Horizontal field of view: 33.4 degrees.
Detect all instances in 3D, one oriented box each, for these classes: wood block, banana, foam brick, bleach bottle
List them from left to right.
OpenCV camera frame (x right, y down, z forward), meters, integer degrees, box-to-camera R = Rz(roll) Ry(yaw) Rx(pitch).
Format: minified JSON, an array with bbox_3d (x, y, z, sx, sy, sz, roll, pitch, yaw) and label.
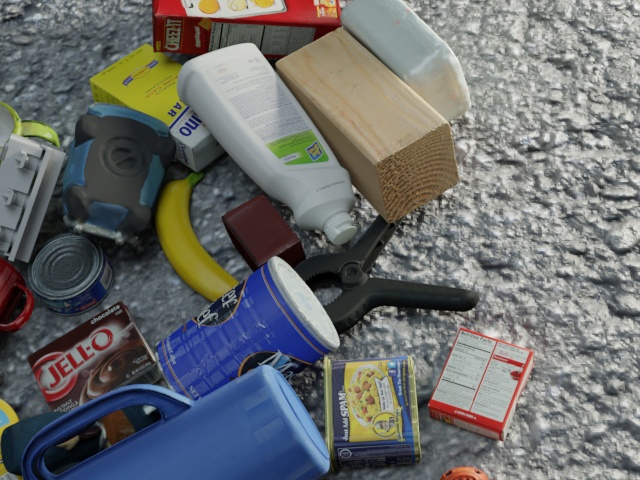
[{"bbox_3d":[-0.133,0.001,1.126,0.069,0.037,0.198,-22,56,-3],"label":"banana"},{"bbox_3d":[-0.057,0.001,1.102,0.051,0.053,0.078,-33,59,-10],"label":"foam brick"},{"bbox_3d":[-0.048,-0.095,1.114,0.102,0.068,0.251,-23,63,-24],"label":"bleach bottle"},{"bbox_3d":[0.047,-0.125,1.122,0.090,0.091,0.206,-31,48,-11],"label":"wood block"}]

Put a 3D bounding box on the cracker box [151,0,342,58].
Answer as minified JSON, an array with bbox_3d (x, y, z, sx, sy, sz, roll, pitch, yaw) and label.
[{"bbox_3d":[-0.090,-0.293,1.252,0.213,0.072,0.164,0,56,-11],"label":"cracker box"}]

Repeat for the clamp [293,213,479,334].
[{"bbox_3d":[0.042,0.046,1.060,0.210,0.036,0.165,-29,50,-8],"label":"clamp"}]

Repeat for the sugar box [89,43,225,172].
[{"bbox_3d":[-0.171,-0.155,1.221,0.176,0.048,0.093,31,57,29],"label":"sugar box"}]

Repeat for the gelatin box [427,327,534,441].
[{"bbox_3d":[0.150,0.133,0.991,0.073,0.030,0.089,16,62,21],"label":"gelatin box"}]

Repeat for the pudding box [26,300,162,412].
[{"bbox_3d":[-0.224,0.127,1.061,0.113,0.039,0.090,-30,57,-9],"label":"pudding box"}]

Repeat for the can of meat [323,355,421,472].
[{"bbox_3d":[0.047,0.157,0.980,0.084,0.057,0.102,-5,57,5],"label":"can of meat"}]

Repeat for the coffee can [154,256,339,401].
[{"bbox_3d":[-0.068,0.096,0.991,0.140,0.102,0.103,-36,57,8],"label":"coffee can"}]

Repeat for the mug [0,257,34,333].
[{"bbox_3d":[-0.347,0.063,1.096,0.117,0.093,0.081,8,55,22],"label":"mug"}]

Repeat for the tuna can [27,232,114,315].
[{"bbox_3d":[-0.265,0.035,1.132,0.086,0.034,0.086,-5,57,8],"label":"tuna can"}]

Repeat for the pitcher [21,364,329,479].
[{"bbox_3d":[-0.124,0.202,0.910,0.243,0.149,0.145,-32,49,0],"label":"pitcher"}]
